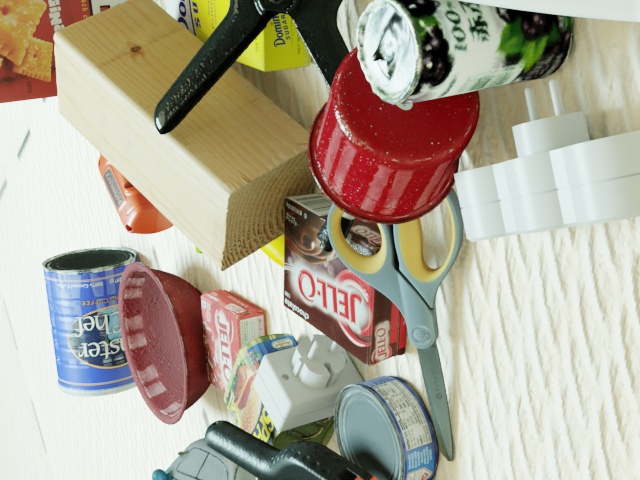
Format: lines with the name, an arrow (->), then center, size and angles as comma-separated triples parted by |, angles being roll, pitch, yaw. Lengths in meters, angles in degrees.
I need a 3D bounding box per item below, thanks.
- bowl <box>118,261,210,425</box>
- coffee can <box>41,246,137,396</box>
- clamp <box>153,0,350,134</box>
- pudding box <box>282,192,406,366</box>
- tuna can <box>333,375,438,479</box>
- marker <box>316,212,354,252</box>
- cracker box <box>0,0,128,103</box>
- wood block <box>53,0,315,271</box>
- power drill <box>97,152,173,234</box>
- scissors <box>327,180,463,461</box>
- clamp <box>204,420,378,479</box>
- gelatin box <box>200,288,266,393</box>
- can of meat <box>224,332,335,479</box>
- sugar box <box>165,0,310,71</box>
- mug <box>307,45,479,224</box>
bowl -> -0.142, 0.095, 1.043 | 0.162, 0.055, 0.162 | 30, 125, 53
coffee can -> -0.244, 0.087, 1.169 | 0.103, 0.102, 0.140 | 18, 115, 57
clamp -> -0.015, -0.154, 0.707 | 0.036, 0.164, 0.210 | -33, -42, -76
pudding box -> 0.017, 0.024, 0.757 | 0.114, 0.039, 0.090 | 33, 127, 51
tuna can -> 0.046, 0.140, 0.756 | 0.086, 0.033, 0.086 | 30, 125, 53
marker -> 0.030, -0.044, 0.689 | 0.020, 0.020, 0.121 | 48, 118, 42
cracker box -> -0.273, -0.214, 0.995 | 0.072, 0.213, 0.164 | 18, 116, 55
wood block -> -0.105, -0.087, 0.816 | 0.206, 0.090, 0.090 | 42, 146, 24
power drill -> -0.148, -0.091, 0.986 | 0.184, 0.057, 0.188 | 63, 145, 30
scissors -> 0.048, 0.049, 0.693 | 0.096, 0.016, 0.202 | 10, 114, 18
clamp -> -0.022, 0.176, 0.789 | 0.120, 0.039, 0.172 | 50, 144, -7
gelatin box -> -0.077, 0.095, 0.956 | 0.073, 0.030, 0.089 | 23, 121, 55
can of meat -> -0.035, 0.137, 0.873 | 0.084, 0.057, 0.102 | 61, 147, 32
sugar box -> -0.069, -0.191, 0.821 | 0.176, 0.048, 0.093 | 27, 124, 53
mug -> 0.049, -0.075, 0.608 | 0.093, 0.117, 0.081 | 32, 163, 4
